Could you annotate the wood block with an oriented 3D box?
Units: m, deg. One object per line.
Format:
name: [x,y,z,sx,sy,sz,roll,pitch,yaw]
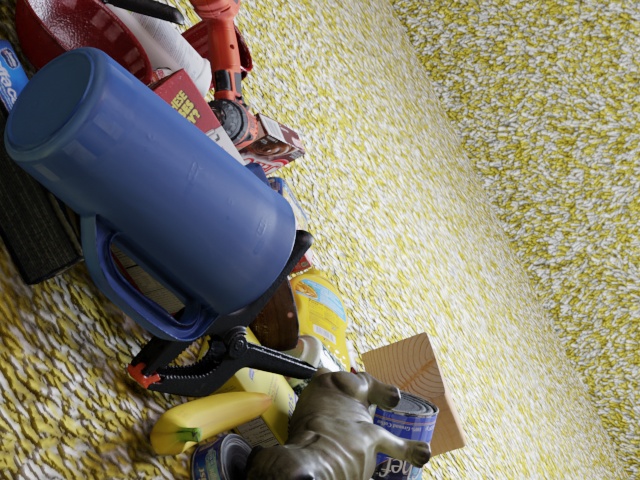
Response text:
wood block: [0.127,0.213,1.410,0.206,0.091,0.090,63,9,-58]

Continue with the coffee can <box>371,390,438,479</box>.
coffee can: [0.063,0.238,1.159,0.102,0.103,0.140,-2,106,-70]

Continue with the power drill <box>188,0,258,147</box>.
power drill: [-0.114,-0.198,1.200,0.184,0.057,0.187,-24,107,-87]

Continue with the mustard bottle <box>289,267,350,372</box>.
mustard bottle: [-0.010,0.095,1.329,0.096,0.058,0.191,31,29,-18]

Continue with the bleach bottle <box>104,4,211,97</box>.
bleach bottle: [-0.228,-0.260,1.235,0.250,0.068,0.102,50,21,-29]

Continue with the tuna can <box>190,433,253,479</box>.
tuna can: [-0.082,0.225,0.996,0.086,0.034,0.086,52,21,-30]

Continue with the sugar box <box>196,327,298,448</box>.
sugar box: [-0.061,0.172,1.111,0.176,0.048,0.093,54,21,-20]

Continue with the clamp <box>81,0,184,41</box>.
clamp: [-0.246,-0.247,1.147,0.171,0.120,0.039,38,-6,-9]

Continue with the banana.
banana: [-0.105,0.167,0.966,0.197,0.070,0.037,-8,98,-75]

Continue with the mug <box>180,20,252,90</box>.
mug: [-0.142,-0.239,1.403,0.117,0.082,0.093,35,33,-54]

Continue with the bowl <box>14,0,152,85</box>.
bowl: [-0.247,-0.195,1.066,0.162,0.055,0.162,40,22,-20]

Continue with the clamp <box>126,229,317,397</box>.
clamp: [-0.083,0.081,0.999,0.209,0.036,0.164,-14,117,-37]

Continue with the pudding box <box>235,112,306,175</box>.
pudding box: [-0.083,-0.118,1.382,0.113,0.090,0.039,23,42,-62]

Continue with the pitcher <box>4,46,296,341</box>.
pitcher: [-0.141,-0.037,0.879,0.242,0.145,0.149,42,15,-42]
